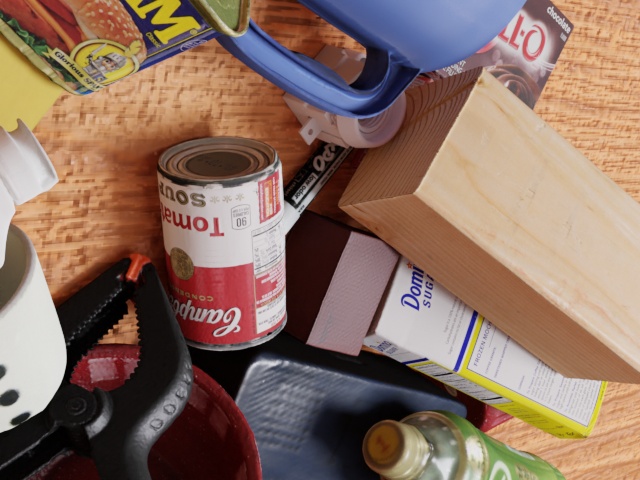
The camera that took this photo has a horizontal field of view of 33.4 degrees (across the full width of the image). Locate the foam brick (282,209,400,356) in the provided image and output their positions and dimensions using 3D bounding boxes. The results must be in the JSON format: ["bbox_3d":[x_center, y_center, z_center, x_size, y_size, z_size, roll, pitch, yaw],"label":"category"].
[{"bbox_3d":[0.005,0.026,0.677,0.052,0.051,0.078,19,96,-46],"label":"foam brick"}]

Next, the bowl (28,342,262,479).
[{"bbox_3d":[-0.113,0.138,0.566,0.161,0.162,0.055,-36,158,-26],"label":"bowl"}]

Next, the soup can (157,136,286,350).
[{"bbox_3d":[-0.054,0.001,0.595,0.068,0.069,0.102,-22,123,-36],"label":"soup can"}]

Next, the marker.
[{"bbox_3d":[0.008,-0.055,0.663,0.121,0.020,0.020,-51,136,-12],"label":"marker"}]

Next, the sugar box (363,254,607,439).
[{"bbox_3d":[0.117,0.060,0.731,0.176,0.048,0.093,27,70,-12],"label":"sugar box"}]

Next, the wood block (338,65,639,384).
[{"bbox_3d":[0.127,-0.003,0.653,0.206,0.091,0.090,36,72,-21],"label":"wood block"}]

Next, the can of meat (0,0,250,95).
[{"bbox_3d":[-0.090,-0.113,0.429,0.102,0.084,0.057,48,32,-43],"label":"can of meat"}]

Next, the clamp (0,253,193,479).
[{"bbox_3d":[-0.111,0.098,0.531,0.036,0.165,0.209,90,19,-51],"label":"clamp"}]

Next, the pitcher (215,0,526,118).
[{"bbox_3d":[-0.009,-0.174,0.511,0.145,0.149,0.242,-33,144,32],"label":"pitcher"}]

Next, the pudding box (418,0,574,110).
[{"bbox_3d":[0.113,-0.133,0.712,0.113,0.039,0.090,28,89,-47],"label":"pudding box"}]
